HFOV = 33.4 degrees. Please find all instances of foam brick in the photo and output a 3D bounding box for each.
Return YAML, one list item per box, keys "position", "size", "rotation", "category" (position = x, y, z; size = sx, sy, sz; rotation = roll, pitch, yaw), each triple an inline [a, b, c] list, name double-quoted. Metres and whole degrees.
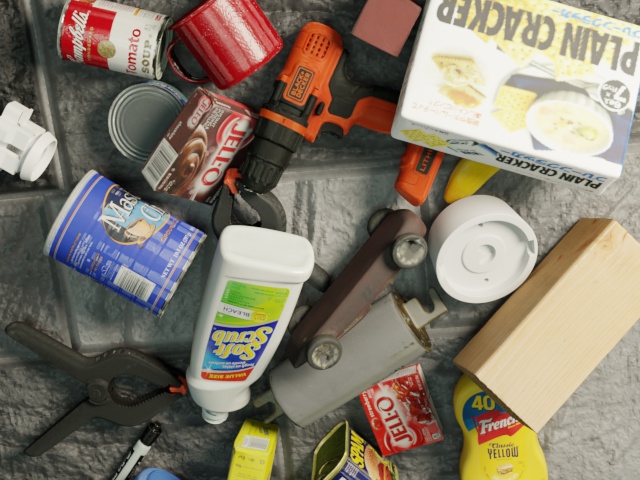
- position: [0.066, -0.217, 1.047]
  size: [0.051, 0.078, 0.053]
  rotation: [27, 107, -2]
  category: "foam brick"

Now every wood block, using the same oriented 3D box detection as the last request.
- position: [0.243, 0.082, 1.083]
  size: [0.091, 0.090, 0.206]
  rotation: [43, 87, -8]
  category: "wood block"

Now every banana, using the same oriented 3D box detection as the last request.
- position: [0.212, -0.097, 1.090]
  size: [0.198, 0.037, 0.069]
  rotation: [-19, 102, 11]
  category: "banana"

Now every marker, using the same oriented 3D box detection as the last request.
- position: [-0.221, 0.260, 1.250]
  size: [0.020, 0.020, 0.121]
  rotation: [33, 107, -5]
  category: "marker"

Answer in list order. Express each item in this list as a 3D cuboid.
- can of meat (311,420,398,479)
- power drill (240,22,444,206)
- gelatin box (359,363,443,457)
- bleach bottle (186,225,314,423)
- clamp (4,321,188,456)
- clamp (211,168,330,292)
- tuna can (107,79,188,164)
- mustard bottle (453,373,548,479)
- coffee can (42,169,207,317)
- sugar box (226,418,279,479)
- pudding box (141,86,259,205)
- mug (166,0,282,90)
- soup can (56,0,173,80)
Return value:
- position: [0.040, 0.261, 1.183]
  size: [0.084, 0.102, 0.057]
  rotation: [41, 104, -9]
  category: "can of meat"
- position: [0.030, -0.104, 1.079]
  size: [0.187, 0.057, 0.184]
  rotation: [24, 93, -5]
  category: "power drill"
- position: [0.090, 0.191, 1.193]
  size: [0.073, 0.030, 0.089]
  rotation: [-18, 104, 11]
  category: "gelatin box"
- position: [-0.084, 0.103, 1.146]
  size: [0.102, 0.068, 0.251]
  rotation: [11, 126, -8]
  category: "bleach bottle"
- position: [-0.255, 0.177, 1.219]
  size: [0.210, 0.036, 0.164]
  rotation: [4, 107, 4]
  category: "clamp"
- position: [-0.057, 0.001, 1.136]
  size: [0.120, 0.039, 0.171]
  rotation: [-10, 122, 0]
  category: "clamp"
- position: [-0.177, -0.125, 1.121]
  size: [0.086, 0.033, 0.086]
  rotation: [2, 107, 5]
  category: "tuna can"
- position: [0.195, 0.190, 1.169]
  size: [0.096, 0.058, 0.191]
  rotation: [-5, 106, 6]
  category: "mustard bottle"
- position: [-0.205, 0.004, 1.127]
  size: [0.140, 0.102, 0.103]
  rotation: [30, 107, -4]
  category: "coffee can"
- position: [-0.087, 0.300, 1.201]
  size: [0.048, 0.093, 0.176]
  rotation: [10, 101, 4]
  category: "sugar box"
- position: [-0.118, -0.095, 1.096]
  size: [0.114, 0.089, 0.039]
  rotation: [-50, 56, 18]
  category: "pudding box"
- position: [-0.101, -0.198, 1.065]
  size: [0.117, 0.093, 0.081]
  rotation: [-30, 107, 21]
  category: "mug"
- position: [-0.207, -0.205, 1.082]
  size: [0.102, 0.068, 0.068]
  rotation: [13, 108, 1]
  category: "soup can"
